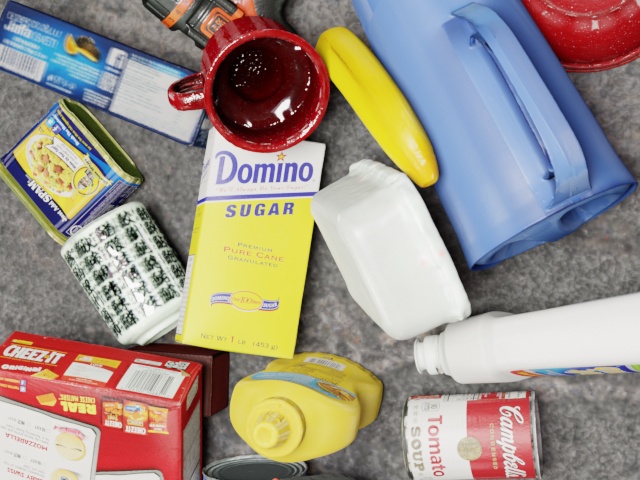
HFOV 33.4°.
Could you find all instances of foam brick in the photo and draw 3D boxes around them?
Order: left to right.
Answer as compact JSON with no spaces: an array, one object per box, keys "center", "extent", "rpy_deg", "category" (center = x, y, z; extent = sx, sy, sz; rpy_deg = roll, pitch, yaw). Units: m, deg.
[{"center":[-0.120,0.116,0.899],"extent":[0.078,0.051,0.053],"rpy_deg":[2,92,13],"category":"foam brick"}]

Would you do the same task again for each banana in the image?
[{"center":[0.035,-0.112,0.790],"extent":[0.037,0.198,0.069],"rpy_deg":[-36,129,5],"category":"banana"}]

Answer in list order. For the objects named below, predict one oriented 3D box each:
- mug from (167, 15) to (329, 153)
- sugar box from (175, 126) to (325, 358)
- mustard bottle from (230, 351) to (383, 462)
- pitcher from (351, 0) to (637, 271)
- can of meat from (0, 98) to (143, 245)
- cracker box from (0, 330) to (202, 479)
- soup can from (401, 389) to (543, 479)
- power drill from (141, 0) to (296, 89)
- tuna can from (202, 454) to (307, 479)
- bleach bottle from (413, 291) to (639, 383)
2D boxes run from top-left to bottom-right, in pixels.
[{"center":[-0.058,-0.120,0.808],"extent":[0.117,0.081,0.093],"rpy_deg":[-15,116,-6],"category":"mug"},{"center":[-0.056,0.001,0.854],"extent":[0.093,0.048,0.176],"rpy_deg":[9,87,-15],"category":"sugar box"},{"center":[-0.015,0.126,0.802],"extent":[0.096,0.191,0.058],"rpy_deg":[13,95,12],"category":"mustard bottle"},{"center":[0.120,-0.111,0.782],"extent":[0.149,0.144,0.243],"rpy_deg":[-36,75,41],"category":"pitcher"},{"center":[-0.214,-0.059,0.913],"extent":[0.084,0.057,0.102],"rpy_deg":[-43,82,9],"category":"can of meat"},{"center":[-0.181,0.190,0.868],"extent":[0.164,0.072,0.214],"rpy_deg":[8,116,9],"category":"cracker box"},{"center":[0.120,0.153,0.836],"extent":[0.102,0.068,0.068],"rpy_deg":[-5,91,14],"category":"soup can"},{"center":[-0.057,-0.237,0.839],"extent":[0.184,0.057,0.188],"rpy_deg":[35,100,-23],"category":"power drill"},{"center":[-0.053,0.201,0.869],"extent":[0.086,0.086,0.034],"rpy_deg":[-1,93,13],"category":"tuna can"},{"center":[0.197,0.075,0.809],"extent":[0.251,0.102,0.068],"rpy_deg":[-9,78,20],"category":"bleach bottle"}]
